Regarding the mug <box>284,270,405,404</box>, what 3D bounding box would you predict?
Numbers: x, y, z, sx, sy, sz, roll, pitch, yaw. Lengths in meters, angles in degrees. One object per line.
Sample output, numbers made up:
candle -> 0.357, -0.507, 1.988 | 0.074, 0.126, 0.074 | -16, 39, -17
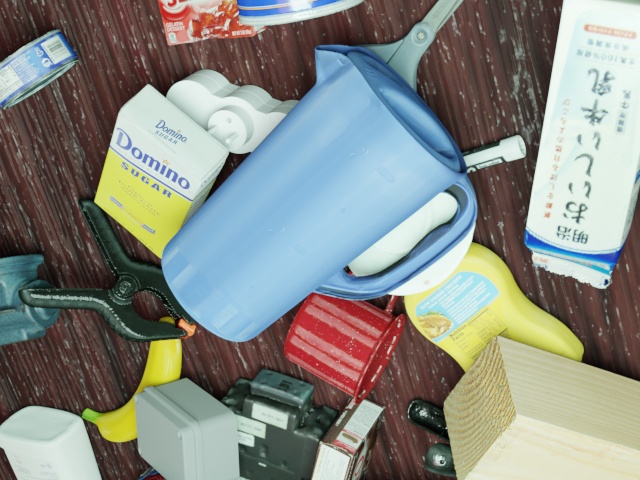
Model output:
mug -> 0.026, 0.079, 0.973 | 0.081, 0.093, 0.117 | 28, 91, 15

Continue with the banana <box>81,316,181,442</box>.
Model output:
banana -> -0.190, 0.160, 1.129 | 0.069, 0.037, 0.198 | 42, 123, -1

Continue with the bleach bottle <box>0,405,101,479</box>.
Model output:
bleach bottle -> -0.289, 0.315, 1.232 | 0.103, 0.068, 0.251 | 4, 119, 31

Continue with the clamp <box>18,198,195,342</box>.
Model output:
clamp -> -0.196, 0.038, 1.052 | 0.171, 0.039, 0.120 | 25, 79, -14

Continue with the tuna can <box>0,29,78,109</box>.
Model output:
tuna can -> -0.266, -0.157, 0.981 | 0.086, 0.086, 0.033 | -27, 103, 31

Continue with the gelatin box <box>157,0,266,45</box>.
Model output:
gelatin box -> -0.097, -0.210, 0.914 | 0.089, 0.030, 0.073 | -1, 113, 24

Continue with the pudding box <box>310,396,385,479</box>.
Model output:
pudding box -> 0.021, 0.220, 1.034 | 0.039, 0.089, 0.113 | 19, 120, 15

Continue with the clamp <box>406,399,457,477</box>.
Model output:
clamp -> 0.174, 0.199, 0.936 | 0.210, 0.164, 0.036 | 20, 96, 4

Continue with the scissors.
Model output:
scissors -> 0.063, -0.170, 0.872 | 0.096, 0.016, 0.202 | 28, 122, 9

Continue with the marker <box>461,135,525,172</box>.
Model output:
marker -> 0.113, -0.063, 0.899 | 0.121, 0.020, 0.020 | -15, 107, 29

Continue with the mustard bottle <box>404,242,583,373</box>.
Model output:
mustard bottle -> 0.130, 0.058, 0.927 | 0.191, 0.058, 0.096 | 46, 121, -3

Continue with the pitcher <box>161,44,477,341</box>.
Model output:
pitcher -> -0.004, -0.022, 0.856 | 0.243, 0.144, 0.149 | -42, 58, 20

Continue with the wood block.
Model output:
wood block -> 0.216, 0.164, 0.872 | 0.205, 0.091, 0.090 | 19, 125, -18

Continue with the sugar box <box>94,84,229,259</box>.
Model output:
sugar box -> -0.147, -0.056, 0.959 | 0.093, 0.048, 0.176 | 39, 152, 2
